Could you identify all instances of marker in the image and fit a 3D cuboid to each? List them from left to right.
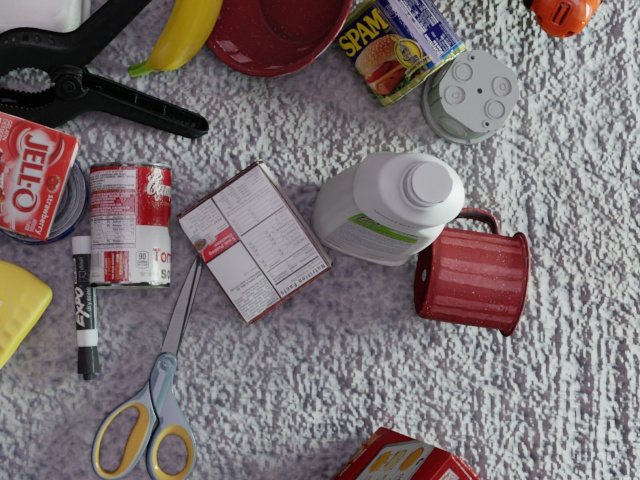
[{"bbox_3d":[-0.198,0.057,0.899,0.020,0.020,0.121,-3,86,-10],"label":"marker"}]

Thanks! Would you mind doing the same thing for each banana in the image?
[{"bbox_3d":[-0.110,-0.225,0.896,0.069,0.037,0.198,18,98,8],"label":"banana"}]

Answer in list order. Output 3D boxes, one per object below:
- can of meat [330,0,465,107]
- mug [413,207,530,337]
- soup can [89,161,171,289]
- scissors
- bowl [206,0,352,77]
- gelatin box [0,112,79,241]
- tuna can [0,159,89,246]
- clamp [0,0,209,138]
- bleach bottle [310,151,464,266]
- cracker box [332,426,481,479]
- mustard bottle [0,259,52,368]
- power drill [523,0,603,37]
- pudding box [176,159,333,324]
[{"bbox_3d":[0.065,-0.173,0.923,0.057,0.102,0.084,-41,96,-31],"label":"can of meat"},{"bbox_3d":[0.129,0.022,0.930,0.081,0.093,0.117,8,62,-5],"label":"mug"},{"bbox_3d":[-0.158,-0.011,0.887,0.068,0.068,0.102,0,86,-10],"label":"soup can"},{"bbox_3d":[-0.119,0.122,0.910,0.096,0.016,0.201,33,81,-8],"label":"scissors"},{"bbox_3d":[-0.029,-0.217,0.910,0.162,0.055,0.162,0,91,29],"label":"bowl"},{"bbox_3d":[-0.242,-0.052,0.858,0.073,0.030,0.089,18,83,-8],"label":"gelatin box"},{"bbox_3d":[-0.238,-0.039,0.892,0.086,0.034,0.086,1,85,-10],"label":"tuna can"},{"bbox_3d":[-0.201,-0.145,0.870,0.210,0.164,0.036,-4,43,-3],"label":"clamp"},{"bbox_3d":[0.060,-0.026,0.833,0.102,0.251,0.068,16,83,-9],"label":"bleach bottle"},{"bbox_3d":[0.041,0.235,0.828,0.072,0.214,0.164,44,80,-4],"label":"cracker box"},{"bbox_3d":[-0.320,0.025,0.860,0.191,0.058,0.096,36,81,-6],"label":"mustard bottle"},{"bbox_3d":[0.163,-0.250,0.937,0.188,0.184,0.057,26,119,7],"label":"power drill"},{"bbox_3d":[-0.056,0.001,0.910,0.090,0.039,0.113,-34,94,4],"label":"pudding box"}]
